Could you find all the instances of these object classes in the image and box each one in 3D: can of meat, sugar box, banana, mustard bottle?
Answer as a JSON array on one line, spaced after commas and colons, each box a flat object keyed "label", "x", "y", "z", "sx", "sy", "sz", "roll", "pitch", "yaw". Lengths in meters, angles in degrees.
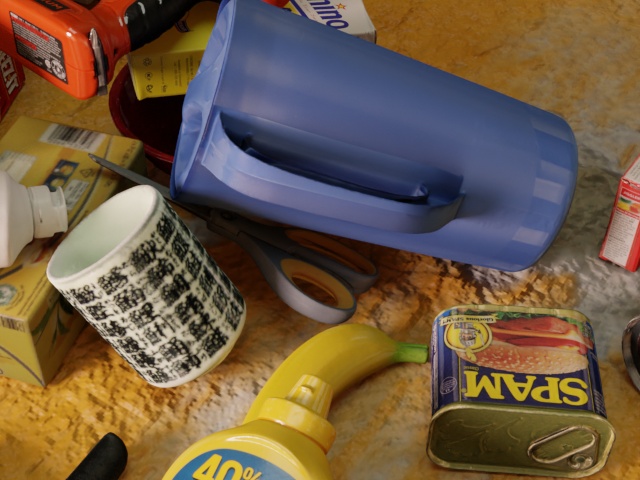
[{"label": "can of meat", "x": 0.113, "y": 0.085, "z": 0.620, "sx": 0.102, "sy": 0.057, "sz": 0.084, "roll": 4, "pitch": 43, "yaw": 2}, {"label": "sugar box", "x": -0.055, "y": -0.155, "z": 0.782, "sx": 0.176, "sy": 0.048, "sz": 0.093, "roll": -11, "pitch": 47, "yaw": -10}, {"label": "banana", "x": -0.009, "y": 0.107, "z": 0.609, "sx": 0.070, "sy": 0.037, "sz": 0.197, "roll": 23, "pitch": 50, "yaw": 21}, {"label": "mustard bottle", "x": -0.042, "y": 0.151, "z": 0.516, "sx": 0.096, "sy": 0.058, "sz": 0.191, "roll": 18, "pitch": 65, "yaw": 22}]

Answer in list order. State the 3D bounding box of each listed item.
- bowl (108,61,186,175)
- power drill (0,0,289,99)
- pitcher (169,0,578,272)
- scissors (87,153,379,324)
[{"label": "bowl", "x": -0.072, "y": -0.089, "z": 0.789, "sx": 0.162, "sy": 0.055, "sz": 0.162, "roll": 0, "pitch": 45, "yaw": 0}, {"label": "power drill", "x": -0.136, "y": -0.182, "z": 0.734, "sx": 0.185, "sy": 0.057, "sz": 0.187, "roll": 31, "pitch": 54, "yaw": 28}, {"label": "pitcher", "x": 0.034, "y": -0.054, "z": 0.666, "sx": 0.242, "sy": 0.145, "sz": 0.149, "roll": 15, "pitch": 69, "yaw": -14}, {"label": "scissors", "x": -0.054, "y": 0.001, "z": 0.670, "sx": 0.201, "sy": 0.016, "sz": 0.096, "roll": 19, "pitch": 28, "yaw": -15}]
